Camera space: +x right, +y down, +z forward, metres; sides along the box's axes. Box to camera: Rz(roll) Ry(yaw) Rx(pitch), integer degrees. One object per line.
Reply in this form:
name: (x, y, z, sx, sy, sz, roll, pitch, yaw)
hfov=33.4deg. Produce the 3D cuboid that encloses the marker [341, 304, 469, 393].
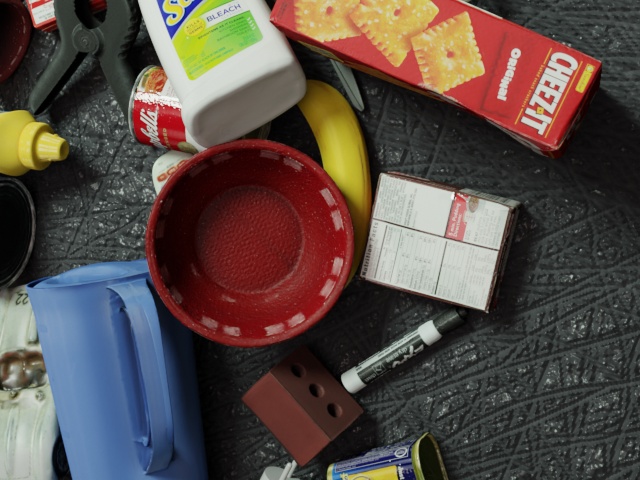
marker: (0.070, 0.088, 0.875, 0.121, 0.020, 0.020, -35, 84, 18)

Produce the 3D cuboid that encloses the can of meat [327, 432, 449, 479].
can of meat: (0.061, 0.217, 0.870, 0.084, 0.057, 0.102, -18, 88, 22)

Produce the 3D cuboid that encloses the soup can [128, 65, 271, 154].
soup can: (-0.099, -0.104, 0.889, 0.102, 0.068, 0.068, 12, 99, 16)

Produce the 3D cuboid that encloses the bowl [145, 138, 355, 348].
bowl: (-0.056, 0.001, 0.846, 0.162, 0.055, 0.162, 0, 94, -4)

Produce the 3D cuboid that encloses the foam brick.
foam brick: (-0.015, 0.136, 0.882, 0.078, 0.052, 0.051, 47, 131, 9)

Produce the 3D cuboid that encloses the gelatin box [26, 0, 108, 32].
gelatin box: (-0.227, -0.238, 0.941, 0.073, 0.030, 0.089, -17, 90, 18)

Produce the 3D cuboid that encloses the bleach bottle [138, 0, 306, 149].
bleach bottle: (-0.108, -0.197, 0.857, 0.102, 0.068, 0.251, -29, 63, -2)

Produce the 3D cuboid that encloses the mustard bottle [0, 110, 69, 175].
mustard bottle: (-0.310, -0.093, 0.947, 0.192, 0.096, 0.058, 10, 97, 18)

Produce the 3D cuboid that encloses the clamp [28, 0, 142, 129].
clamp: (-0.202, -0.170, 0.915, 0.120, 0.039, 0.171, 5, 112, 11)

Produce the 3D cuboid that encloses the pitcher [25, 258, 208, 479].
pitcher: (-0.158, 0.138, 0.895, 0.145, 0.149, 0.243, -7, 96, 20)

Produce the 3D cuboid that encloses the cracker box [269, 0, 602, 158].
cracker box: (0.088, -0.132, 0.765, 0.214, 0.164, 0.072, 27, 99, 11)

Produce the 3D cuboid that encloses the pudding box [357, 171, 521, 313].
pudding box: (0.093, 0.000, 0.849, 0.114, 0.039, 0.090, 15, 100, 19)

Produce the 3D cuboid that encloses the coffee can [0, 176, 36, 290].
coffee can: (-0.345, -0.015, 0.963, 0.140, 0.102, 0.103, 8, 98, 18)

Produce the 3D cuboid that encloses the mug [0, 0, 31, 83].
mug: (-0.312, -0.200, 0.949, 0.081, 0.093, 0.117, 33, 75, 18)

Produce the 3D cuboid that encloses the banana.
banana: (0.010, -0.048, 0.876, 0.070, 0.037, 0.198, -10, 91, 37)
